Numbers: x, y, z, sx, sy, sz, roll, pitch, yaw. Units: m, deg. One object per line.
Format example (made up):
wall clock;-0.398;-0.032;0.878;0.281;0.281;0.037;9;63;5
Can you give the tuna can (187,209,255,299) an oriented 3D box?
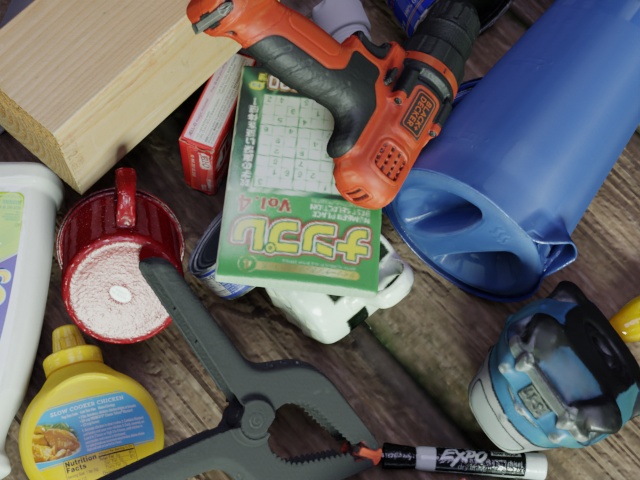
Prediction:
tuna can;-0.055;0.001;0.771;0.033;0.086;0.086;42;67;-21

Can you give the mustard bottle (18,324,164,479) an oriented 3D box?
mustard bottle;-0.150;0.147;0.718;0.096;0.058;0.192;-13;69;-17

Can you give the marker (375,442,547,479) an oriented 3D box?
marker;0.099;0.156;0.755;0.121;0.020;0.020;4;67;-2

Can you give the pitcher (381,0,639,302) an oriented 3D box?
pitcher;0.157;-0.084;0.811;0.149;0.145;0.242;40;66;-1

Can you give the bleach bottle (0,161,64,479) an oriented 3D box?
bleach bottle;-0.236;0.072;0.742;0.102;0.068;0.251;-2;69;-1

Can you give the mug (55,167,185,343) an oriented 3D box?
mug;-0.135;0.008;0.734;0.093;0.081;0.117;4;110;-13

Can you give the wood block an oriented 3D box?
wood block;-0.132;-0.145;0.750;0.091;0.090;0.206;39;72;16

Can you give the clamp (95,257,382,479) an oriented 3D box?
clamp;-0.057;0.126;0.704;0.209;0.036;0.164;28;76;-23

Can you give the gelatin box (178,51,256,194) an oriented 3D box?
gelatin box;-0.077;-0.090;0.815;0.030;0.073;0.089;20;67;4

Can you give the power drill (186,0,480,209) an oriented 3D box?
power drill;0.017;-0.141;0.716;0.187;0.057;0.184;40;60;-20
